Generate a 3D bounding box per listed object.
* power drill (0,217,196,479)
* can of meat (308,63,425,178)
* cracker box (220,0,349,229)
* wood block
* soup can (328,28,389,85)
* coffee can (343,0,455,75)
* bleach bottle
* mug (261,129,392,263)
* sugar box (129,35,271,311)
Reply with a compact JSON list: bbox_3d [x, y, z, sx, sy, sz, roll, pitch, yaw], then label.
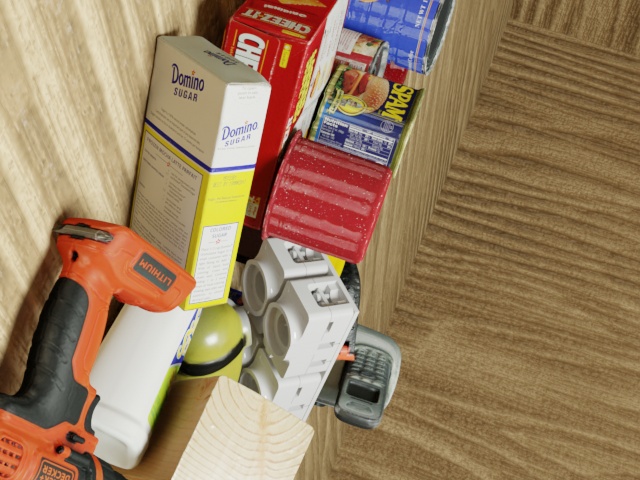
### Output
[{"bbox_3d":[-0.148,0.094,0.703,0.184,0.057,0.187,47,57,-54],"label":"power drill"},{"bbox_3d":[0.042,-0.111,0.966,0.102,0.084,0.057,-66,174,-54],"label":"can of meat"},{"bbox_3d":[-0.038,-0.133,0.896,0.213,0.072,0.164,-66,173,-60],"label":"cracker box"},{"bbox_3d":[-0.101,0.174,0.876,0.206,0.090,0.090,-20,-139,62],"label":"wood block"},{"bbox_3d":[0.008,-0.176,1.043,0.068,0.102,0.068,19,89,-80],"label":"soup can"},{"bbox_3d":[0.057,-0.237,1.084,0.102,0.140,0.103,20,89,-80],"label":"coffee can"},{"bbox_3d":[-0.123,0.052,0.861,0.103,0.068,0.250,107,5,-63],"label":"bleach bottle"},{"bbox_3d":[0.008,-0.034,0.854,0.117,0.081,0.093,-58,166,-75],"label":"mug"},{"bbox_3d":[-0.091,-0.049,0.768,0.048,0.093,0.176,-7,123,-40],"label":"sugar box"}]
